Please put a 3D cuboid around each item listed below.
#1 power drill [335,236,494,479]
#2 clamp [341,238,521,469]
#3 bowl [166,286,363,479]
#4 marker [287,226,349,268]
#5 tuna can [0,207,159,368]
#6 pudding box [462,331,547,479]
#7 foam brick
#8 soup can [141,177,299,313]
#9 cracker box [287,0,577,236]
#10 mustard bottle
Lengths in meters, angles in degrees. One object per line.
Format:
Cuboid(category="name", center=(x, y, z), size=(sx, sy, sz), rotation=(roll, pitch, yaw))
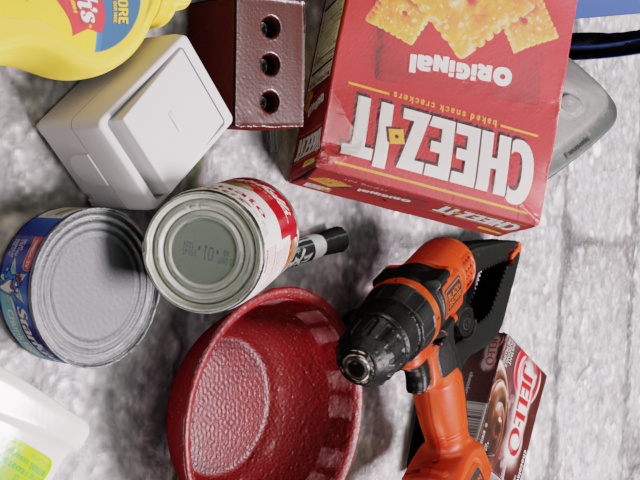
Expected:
Cuboid(category="power drill", center=(0.068, 0.108, 0.727), size=(0.184, 0.057, 0.188), rotation=(-38, 126, -56))
Cuboid(category="clamp", center=(0.103, 0.076, 0.852), size=(0.209, 0.036, 0.164), rotation=(-40, 122, -37))
Cuboid(category="bowl", center=(-0.043, 0.107, 0.665), size=(0.161, 0.055, 0.162), rotation=(-5, 96, -50))
Cuboid(category="marker", center=(-0.022, 0.009, 0.713), size=(0.120, 0.020, 0.020), rotation=(-17, 105, -49))
Cuboid(category="tuna can", center=(-0.129, 0.024, 0.574), size=(0.085, 0.034, 0.086), rotation=(-5, 96, -50))
Cuboid(category="pudding box", center=(0.149, 0.145, 0.910), size=(0.090, 0.039, 0.113), rotation=(42, 61, -44))
Cuboid(category="foam brick", center=(-0.045, -0.105, 0.645), size=(0.052, 0.051, 0.078), rotation=(-5, 98, -40))
Cuboid(category="soup can", center=(-0.054, 0.001, 0.603), size=(0.102, 0.068, 0.068), rotation=(-36, 125, -79))
Cuboid(category="cracker box", center=(0.082, -0.126, 0.729), size=(0.164, 0.072, 0.213), rotation=(14, 80, -14))
Cuboid(category="mustard bottle", center=(-0.139, -0.128, 0.532), size=(0.191, 0.058, 0.096), rotation=(-11, 90, -50))
